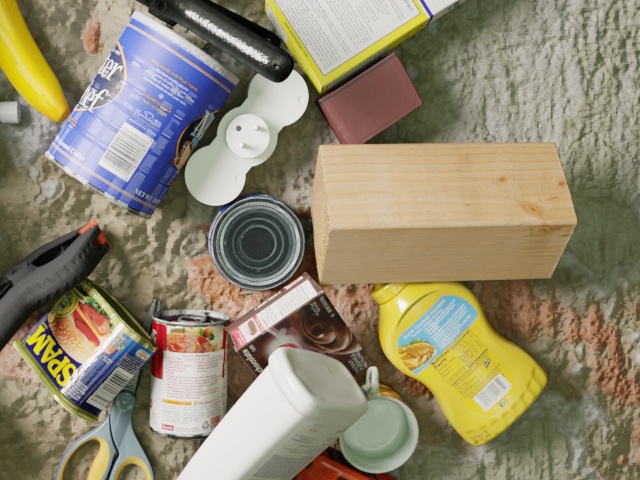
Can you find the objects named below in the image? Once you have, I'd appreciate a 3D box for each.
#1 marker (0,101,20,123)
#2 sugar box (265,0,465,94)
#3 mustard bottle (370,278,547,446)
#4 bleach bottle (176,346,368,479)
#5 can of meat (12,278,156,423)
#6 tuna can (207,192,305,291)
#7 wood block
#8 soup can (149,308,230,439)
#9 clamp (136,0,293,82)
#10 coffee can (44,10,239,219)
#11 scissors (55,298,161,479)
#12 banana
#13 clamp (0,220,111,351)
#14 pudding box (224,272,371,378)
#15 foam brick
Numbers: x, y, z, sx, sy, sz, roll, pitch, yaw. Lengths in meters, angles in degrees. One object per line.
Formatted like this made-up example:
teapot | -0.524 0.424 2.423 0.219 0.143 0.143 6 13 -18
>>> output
marker | -0.318 -0.108 0.907 0.121 0.020 0.020 -1 97 -7
sugar box | 0.049 -0.213 0.924 0.176 0.048 0.093 -32 90 -5
mustard bottle | 0.109 0.088 0.962 0.096 0.058 0.191 -43 100 2
bleach bottle | -0.075 0.200 0.917 0.251 0.068 0.102 -47 145 19
can of meat | -0.198 0.090 0.906 0.084 0.102 0.057 -48 143 -3
tuna can | -0.056 0.001 0.944 0.086 0.034 0.086 -1 96 -7
wood block | 0.100 -0.024 0.917 0.206 0.091 0.090 -2 55 -7
soup can | -0.115 0.115 0.933 0.068 0.068 0.102 2 97 -7
clamp | -0.113 -0.191 0.854 0.210 0.164 0.036 29 100 -6
coffee can | -0.147 -0.103 0.886 0.102 0.103 0.140 33 92 -10
scissors | -0.162 0.160 0.959 0.096 0.016 0.202 33 91 -11
banana | -0.260 -0.191 0.884 0.037 0.070 0.198 -25 106 -37
clamp | -0.243 0.044 0.882 0.171 0.120 0.039 -38 124 -19
pudding box | -0.018 0.093 0.934 0.090 0.039 0.113 -35 129 -3
foam brick | 0.042 -0.121 0.934 0.078 0.053 0.051 -33 99 -1
